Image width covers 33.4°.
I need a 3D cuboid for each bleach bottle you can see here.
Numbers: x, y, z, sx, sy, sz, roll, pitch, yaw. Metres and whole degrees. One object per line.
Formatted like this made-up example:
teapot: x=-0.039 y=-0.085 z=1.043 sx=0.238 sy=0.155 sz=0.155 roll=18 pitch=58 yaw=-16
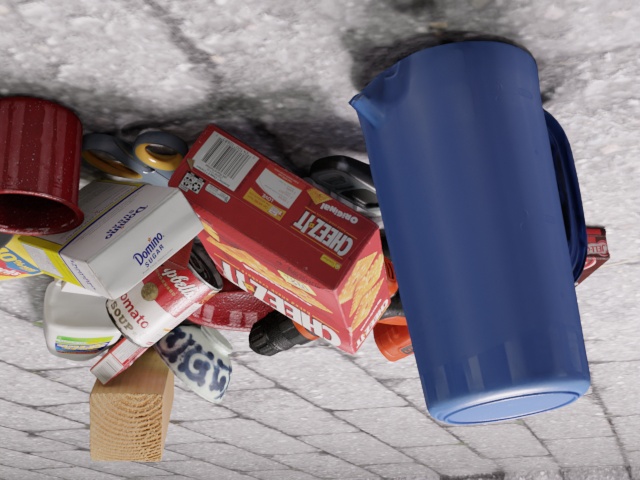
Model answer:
bleach bottle: x=-0.287 y=0.107 z=1.310 sx=0.102 sy=0.068 sz=0.251 roll=2 pitch=163 yaw=-12

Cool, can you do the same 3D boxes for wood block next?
wood block: x=-0.242 y=0.203 z=1.392 sx=0.090 sy=0.091 sz=0.206 roll=1 pitch=-167 yaw=-4

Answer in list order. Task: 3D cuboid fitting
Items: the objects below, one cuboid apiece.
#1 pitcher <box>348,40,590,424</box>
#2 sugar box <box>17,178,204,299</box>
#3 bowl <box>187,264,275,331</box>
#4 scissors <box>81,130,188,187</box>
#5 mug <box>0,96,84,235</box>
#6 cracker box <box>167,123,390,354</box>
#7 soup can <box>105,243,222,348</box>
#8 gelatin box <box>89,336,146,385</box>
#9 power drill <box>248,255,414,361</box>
pitcher: x=0.115 y=-0.003 z=0.737 sx=0.149 sy=0.243 sz=0.145 roll=-12 pitch=161 yaw=9
sugar box: x=-0.173 y=-0.005 z=0.861 sx=0.176 sy=0.093 sz=0.048 roll=14 pitch=140 yaw=57
bowl: x=-0.072 y=0.055 z=1.172 sx=0.162 sy=0.055 sz=0.162 roll=0 pitch=161 yaw=0
scissors: x=-0.118 y=-0.054 z=0.921 sx=0.096 sy=0.016 sz=0.201 roll=-12 pitch=157 yaw=35
mug: x=-0.229 y=-0.053 z=0.824 sx=0.093 sy=0.081 sz=0.117 roll=7 pitch=159 yaw=-19
cracker box: x=-0.029 y=0.008 z=0.907 sx=0.164 sy=0.072 sz=0.213 roll=32 pitch=166 yaw=15
soup can: x=-0.159 y=0.054 z=1.086 sx=0.102 sy=0.068 sz=0.068 roll=-39 pitch=150 yaw=11
gelatin box: x=-0.235 y=0.132 z=1.319 sx=0.089 sy=0.030 sz=0.073 roll=-41 pitch=-175 yaw=15
power drill: x=0.041 y=0.083 z=1.118 sx=0.185 sy=0.057 sz=0.187 roll=-29 pitch=152 yaw=31
